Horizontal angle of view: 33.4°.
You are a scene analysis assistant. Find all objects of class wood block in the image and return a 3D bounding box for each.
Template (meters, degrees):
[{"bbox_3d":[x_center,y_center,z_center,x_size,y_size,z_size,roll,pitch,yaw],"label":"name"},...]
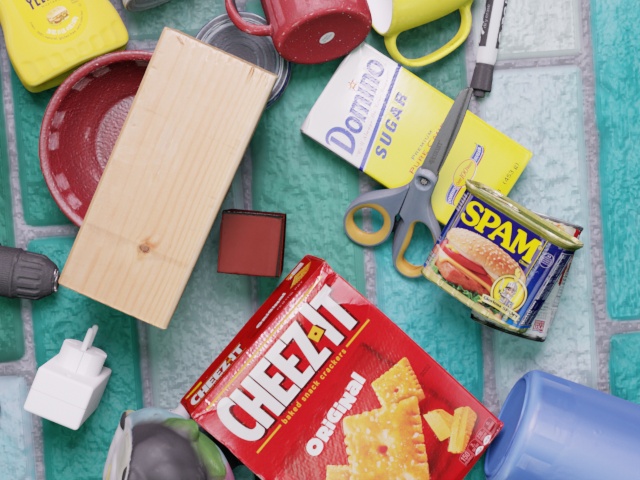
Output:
[{"bbox_3d":[-0.115,-0.050,0.821,0.091,0.090,0.206,24,98,-5],"label":"wood block"}]

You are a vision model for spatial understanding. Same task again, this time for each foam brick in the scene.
[{"bbox_3d":[-0.056,0.001,0.889,0.051,0.078,0.053,4,91,0],"label":"foam brick"}]

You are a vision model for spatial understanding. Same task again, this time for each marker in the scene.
[{"bbox_3d":[0.146,-0.182,0.907,0.020,0.020,0.121,10,94,-1],"label":"marker"}]

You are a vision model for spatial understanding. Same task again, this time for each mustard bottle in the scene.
[{"bbox_3d":[-0.243,-0.226,0.882,0.096,0.058,0.191,-28,92,-13],"label":"mustard bottle"}]

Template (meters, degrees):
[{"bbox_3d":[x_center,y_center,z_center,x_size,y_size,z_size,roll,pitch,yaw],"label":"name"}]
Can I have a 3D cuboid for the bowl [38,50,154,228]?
[{"bbox_3d":[-0.148,-0.077,0.890,0.162,0.055,0.162,0,100,0],"label":"bowl"}]

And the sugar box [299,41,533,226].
[{"bbox_3d":[0.079,-0.083,0.900,0.176,0.048,0.093,32,93,-3],"label":"sugar box"}]

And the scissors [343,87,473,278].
[{"bbox_3d":[0.066,-0.050,0.861,0.096,0.016,0.202,17,134,16],"label":"scissors"}]

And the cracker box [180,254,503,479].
[{"bbox_3d":[0.020,0.143,0.873,0.213,0.072,0.164,43,82,-13],"label":"cracker box"}]

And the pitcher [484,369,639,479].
[{"bbox_3d":[0.261,0.208,0.875,0.243,0.149,0.145,22,107,2],"label":"pitcher"}]

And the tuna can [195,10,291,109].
[{"bbox_3d":[-0.067,-0.149,0.901,0.086,0.034,0.086,0,94,0],"label":"tuna can"}]

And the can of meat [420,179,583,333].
[{"bbox_3d":[0.141,0.013,0.844,0.102,0.057,0.084,35,105,27],"label":"can of meat"}]

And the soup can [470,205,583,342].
[{"bbox_3d":[0.172,0.027,0.896,0.068,0.068,0.102,17,94,-1],"label":"soup can"}]

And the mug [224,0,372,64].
[{"bbox_3d":[-0.018,-0.194,0.853,0.117,0.093,0.081,-11,69,-14],"label":"mug"}]
